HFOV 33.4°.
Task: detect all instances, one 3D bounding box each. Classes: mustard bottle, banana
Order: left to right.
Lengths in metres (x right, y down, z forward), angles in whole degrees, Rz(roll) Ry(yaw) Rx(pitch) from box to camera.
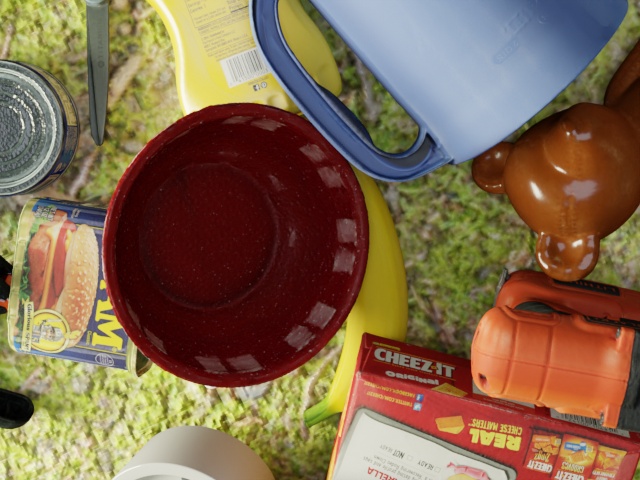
[{"bbox_3d":[-0.061,-0.160,0.638,0.096,0.058,0.191,-20,94,1],"label":"mustard bottle"},{"bbox_3d":[0.019,0.022,0.663,0.069,0.037,0.198,-1,95,2],"label":"banana"}]

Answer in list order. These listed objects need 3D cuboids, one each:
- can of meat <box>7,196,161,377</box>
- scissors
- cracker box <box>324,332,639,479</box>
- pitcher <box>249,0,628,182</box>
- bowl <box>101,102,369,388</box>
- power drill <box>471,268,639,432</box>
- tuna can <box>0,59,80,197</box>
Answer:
[{"bbox_3d":[-0.142,0.026,0.662,0.084,0.057,0.102,9,95,4],"label":"can of meat"},{"bbox_3d":[-0.156,-0.168,0.664,0.096,0.016,0.202,16,96,3],"label":"scissors"},{"bbox_3d":[0.078,0.179,0.641,0.164,0.072,0.214,14,109,2],"label":"cracker box"},{"bbox_3d":[0.033,-0.160,0.581,0.242,0.149,0.145,44,138,-9],"label":"pitcher"},{"bbox_3d":[-0.054,0.001,0.617,0.161,0.055,0.162,-4,99,-27],"label":"bowl"},{"bbox_3d":[0.170,0.061,0.585,0.184,0.187,0.057,11,94,3],"label":"power drill"},{"bbox_3d":[-0.196,-0.070,0.665,0.086,0.033,0.086,0,95,3],"label":"tuna can"}]
